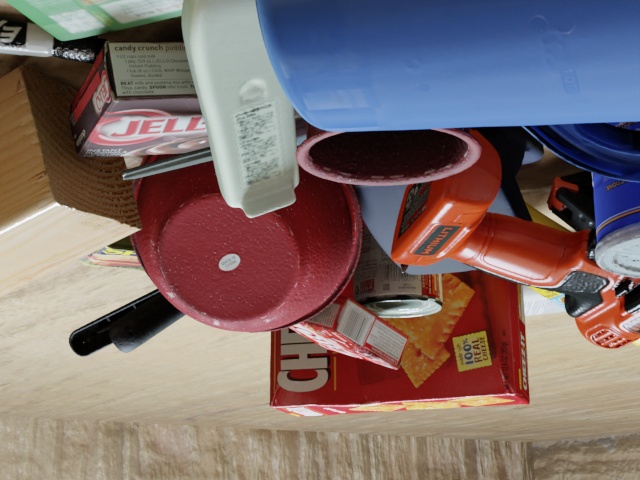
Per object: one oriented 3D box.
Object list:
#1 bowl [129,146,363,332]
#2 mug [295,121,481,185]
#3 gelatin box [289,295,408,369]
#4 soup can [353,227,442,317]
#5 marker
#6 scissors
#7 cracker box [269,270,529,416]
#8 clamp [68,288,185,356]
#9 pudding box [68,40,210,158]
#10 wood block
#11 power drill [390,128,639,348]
[{"bbox_3d":[-0.055,0.001,0.696,0.162,0.162,0.055,-3,-156,9],"label":"bowl"},{"bbox_3d":[0.028,-0.083,0.533,0.093,0.081,0.117,-8,163,25],"label":"mug"},{"bbox_3d":[0.012,0.064,0.796,0.073,0.030,0.089,12,164,41],"label":"gelatin box"},{"bbox_3d":[0.058,0.003,0.812,0.068,0.102,0.068,0,165,0],"label":"soup can"},{"bbox_3d":[-0.173,-0.108,0.559,0.121,0.020,0.020,4,164,-15],"label":"marker"},{"bbox_3d":[-0.019,-0.058,0.623,0.201,0.016,0.096,-19,174,-12],"label":"scissors"},{"bbox_3d":[0.064,0.062,0.914,0.214,0.164,0.072,-6,162,20],"label":"cracker box"},{"bbox_3d":[-0.101,0.039,0.868,0.209,0.036,0.165,-29,-173,-18],"label":"clamp"},{"bbox_3d":[-0.076,-0.078,0.598,0.113,0.039,0.090,-7,169,-26],"label":"pudding box"},{"bbox_3d":[-0.226,-0.014,0.659,0.206,0.091,0.090,-24,162,19],"label":"wood block"},{"bbox_3d":[0.148,-0.001,0.615,0.187,0.057,0.185,21,152,-9],"label":"power drill"}]
